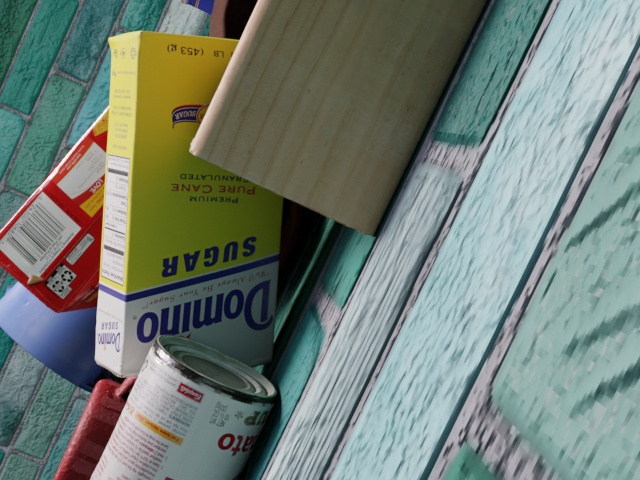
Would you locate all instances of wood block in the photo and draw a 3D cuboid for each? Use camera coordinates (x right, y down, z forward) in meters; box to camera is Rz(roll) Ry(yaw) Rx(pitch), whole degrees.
[{"bbox_3d":[0.024,-0.117,0.492,0.091,0.090,0.206,-112,47,-80],"label":"wood block"}]

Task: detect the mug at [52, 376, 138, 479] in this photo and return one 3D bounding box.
[{"bbox_3d":[-0.107,0.125,0.639,0.093,0.081,0.117,-86,22,-68],"label":"mug"}]

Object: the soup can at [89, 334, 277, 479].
[{"bbox_3d":[-0.072,0.106,0.524,0.102,0.068,0.068,-64,8,5],"label":"soup can"}]

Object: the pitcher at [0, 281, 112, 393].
[{"bbox_3d":[-0.173,0.021,0.991,0.243,0.149,0.145,-51,13,-3],"label":"pitcher"}]

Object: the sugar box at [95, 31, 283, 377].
[{"bbox_3d":[-0.067,-0.018,0.570,0.048,0.093,0.176,10,99,57],"label":"sugar box"}]

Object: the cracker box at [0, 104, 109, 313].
[{"bbox_3d":[-0.117,-0.033,0.745,0.164,0.072,0.213,-49,-5,4],"label":"cracker box"}]
